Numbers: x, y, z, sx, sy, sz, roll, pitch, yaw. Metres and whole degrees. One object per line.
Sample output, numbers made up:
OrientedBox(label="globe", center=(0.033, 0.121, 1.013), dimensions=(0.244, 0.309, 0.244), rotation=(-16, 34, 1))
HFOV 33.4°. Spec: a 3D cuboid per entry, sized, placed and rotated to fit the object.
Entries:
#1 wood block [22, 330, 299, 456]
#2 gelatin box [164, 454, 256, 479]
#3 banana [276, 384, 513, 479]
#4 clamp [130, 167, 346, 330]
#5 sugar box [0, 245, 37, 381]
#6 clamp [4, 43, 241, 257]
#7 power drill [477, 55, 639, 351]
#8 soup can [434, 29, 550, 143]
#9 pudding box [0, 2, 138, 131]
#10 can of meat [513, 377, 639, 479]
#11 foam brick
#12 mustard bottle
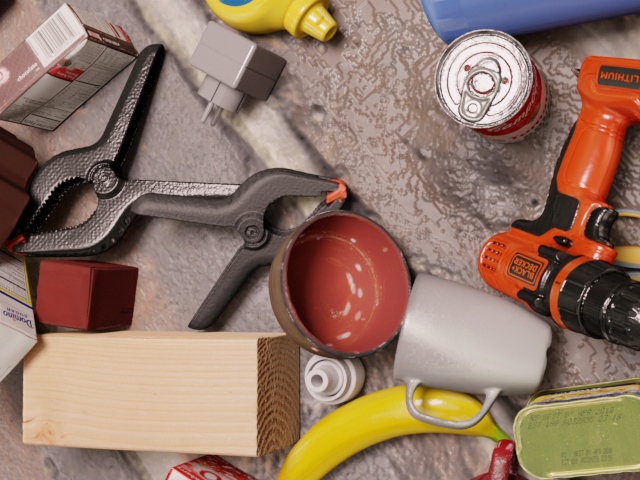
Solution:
OrientedBox(label="wood block", center=(-0.128, 0.120, 0.864), dimensions=(0.206, 0.090, 0.091), rotation=(-2, 88, 20))
OrientedBox(label="gelatin box", center=(-0.073, 0.207, 0.849), dimensions=(0.089, 0.073, 0.030), rotation=(28, 98, 18))
OrientedBox(label="banana", center=(0.047, 0.151, 0.827), dimensions=(0.198, 0.037, 0.069), rotation=(-15, 83, 19))
OrientedBox(label="clamp", center=(-0.056, 0.001, 0.858), dimensions=(0.171, 0.039, 0.120), rotation=(-14, 110, 6))
OrientedBox(label="sugar box", center=(-0.289, 0.053, 0.899), dimensions=(0.093, 0.048, 0.176), rotation=(-45, 40, 14))
OrientedBox(label="clamp", center=(-0.177, -0.059, 0.898), dimensions=(0.210, 0.036, 0.164), rotation=(-27, 76, 3))
OrientedBox(label="power drill", center=(0.198, -0.028, 0.724), dimensions=(0.185, 0.057, 0.187), rotation=(27, 93, 60))
OrientedBox(label="soup can", center=(0.127, -0.108, 0.771), dimensions=(0.069, 0.102, 0.068), rotation=(-1, 88, 20))
OrientedBox(label="pudding box", center=(-0.223, -0.144, 0.906), dimensions=(0.114, 0.090, 0.039), rotation=(-36, 79, 15))
OrientedBox(label="can of meat", center=(0.191, 0.133, 0.751), dimensions=(0.102, 0.083, 0.057), rotation=(-11, 85, 19))
OrientedBox(label="foam brick", center=(-0.196, 0.045, 0.897), dimensions=(0.051, 0.078, 0.053), rotation=(7, 91, 18))
OrientedBox(label="mustard bottle", center=(-0.060, -0.224, 0.866), dimensions=(0.192, 0.058, 0.096), rotation=(42, 91, 15))
